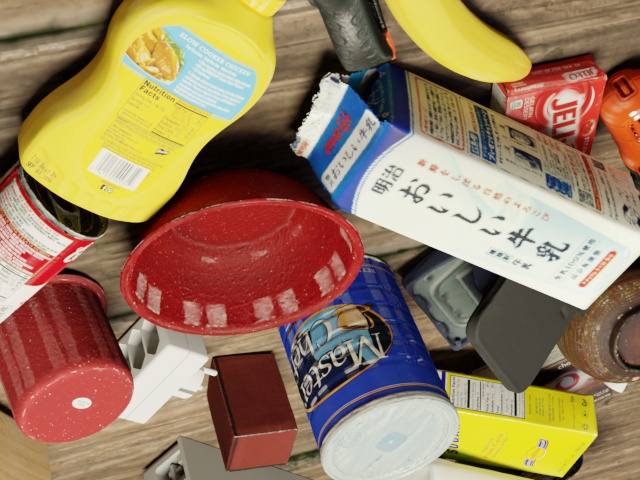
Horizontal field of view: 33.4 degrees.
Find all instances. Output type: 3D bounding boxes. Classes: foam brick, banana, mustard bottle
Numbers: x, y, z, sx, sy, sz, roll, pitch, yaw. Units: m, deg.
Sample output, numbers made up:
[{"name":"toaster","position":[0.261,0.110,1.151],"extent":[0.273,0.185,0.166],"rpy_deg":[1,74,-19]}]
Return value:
[{"name":"foam brick","position":[-0.056,0.136,0.850],"extent":[0.051,0.078,0.053],"rpy_deg":[-5,138,-19]},{"name":"banana","position":[0.074,-0.150,0.635],"extent":[0.069,0.037,0.197],"rpy_deg":[-27,138,7]},{"name":"mustard bottle","position":[-0.083,-0.096,0.609],"extent":[0.096,0.058,0.192],"rpy_deg":[27,120,-36]}]

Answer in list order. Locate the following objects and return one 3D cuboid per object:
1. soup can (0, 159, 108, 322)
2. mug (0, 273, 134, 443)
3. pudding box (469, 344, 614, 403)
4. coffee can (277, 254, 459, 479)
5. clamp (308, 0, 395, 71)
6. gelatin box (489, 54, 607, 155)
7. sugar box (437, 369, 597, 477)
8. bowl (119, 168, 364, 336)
[{"name":"soup can","position":[-0.191,0.001,0.659],"extent":[0.102,0.068,0.068],"rpy_deg":[-38,136,18]},{"name":"mug","position":[-0.182,0.092,0.736],"extent":[0.093,0.081,0.117],"rpy_deg":[0,132,-36]},{"name":"pudding box","position":[0.204,0.131,0.981],"extent":[0.113,0.039,0.090],"rpy_deg":[-29,137,7]},{"name":"coffee can","position":[0.031,0.094,0.794],"extent":[0.102,0.140,0.103],"rpy_deg":[-12,137,-11]},{"name":"clamp","position":[0.006,-0.155,0.574],"extent":[0.039,0.120,0.171],"rpy_deg":[-7,162,11]},{"name":"gelatin box","position":[0.155,-0.081,0.745],"extent":[0.073,0.030,0.089],"rpy_deg":[-12,138,-11]},{"name":"sugar box","position":[0.140,0.158,0.928],"extent":[0.176,0.048,0.093],"rpy_deg":[7,143,-4]},{"name":"bowl","position":[-0.055,0.001,0.713],"extent":[0.162,0.055,0.162],"rpy_deg":[-9,147,-6]}]
